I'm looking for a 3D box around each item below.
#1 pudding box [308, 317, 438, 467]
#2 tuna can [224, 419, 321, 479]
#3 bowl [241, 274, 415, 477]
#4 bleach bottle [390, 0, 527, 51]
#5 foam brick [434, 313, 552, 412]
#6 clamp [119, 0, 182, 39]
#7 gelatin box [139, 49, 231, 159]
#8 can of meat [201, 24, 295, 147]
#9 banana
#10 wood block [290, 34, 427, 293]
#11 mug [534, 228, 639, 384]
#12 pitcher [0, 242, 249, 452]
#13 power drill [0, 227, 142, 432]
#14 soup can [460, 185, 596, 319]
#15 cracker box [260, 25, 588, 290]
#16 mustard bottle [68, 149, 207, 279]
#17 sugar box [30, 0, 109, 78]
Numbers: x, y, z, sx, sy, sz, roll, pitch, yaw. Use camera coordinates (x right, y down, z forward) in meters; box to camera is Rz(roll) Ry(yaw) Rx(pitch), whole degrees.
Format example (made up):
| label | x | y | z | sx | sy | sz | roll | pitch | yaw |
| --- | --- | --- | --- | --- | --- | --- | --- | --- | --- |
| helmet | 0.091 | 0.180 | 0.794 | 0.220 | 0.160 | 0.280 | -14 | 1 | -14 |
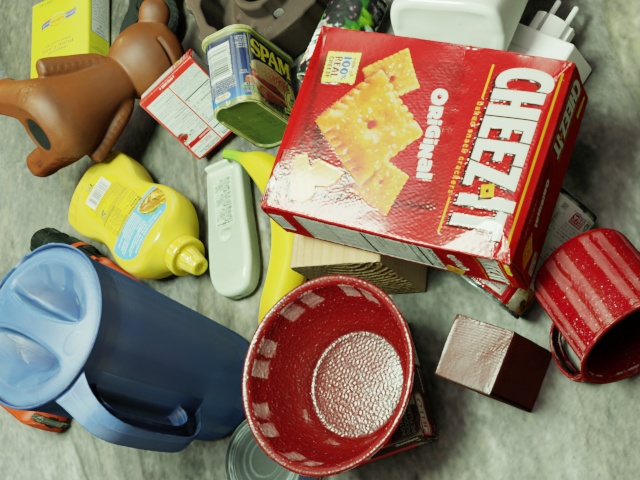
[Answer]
| label | x | y | z | sx | sy | sz | roll | pitch | yaw |
| --- | --- | --- | --- | --- | --- | --- | --- | --- | --- |
| pudding box | 0.042 | 0.126 | 0.898 | 0.090 | 0.039 | 0.113 | -25 | 59 | 24 |
| tuna can | -0.041 | 0.193 | 0.932 | 0.086 | 0.033 | 0.086 | -13 | 65 | 30 |
| bowl | 0.016 | 0.111 | 0.861 | 0.162 | 0.055 | 0.162 | -12 | 68 | 31 |
| bleach bottle | 0.150 | -0.266 | 0.932 | 0.103 | 0.068 | 0.250 | 9 | 56 | 25 |
| foam brick | 0.134 | 0.095 | 0.825 | 0.053 | 0.078 | 0.051 | 18 | 84 | 37 |
| clamp | -0.198 | -0.267 | 1.216 | 0.120 | 0.039 | 0.171 | 3 | 74 | 36 |
| gelatin box | -0.127 | -0.137 | 1.087 | 0.073 | 0.089 | 0.030 | -40 | 23 | 15 |
| can of meat | -0.066 | -0.148 | 1.042 | 0.058 | 0.102 | 0.084 | -21 | 63 | 26 |
| banana | -0.041 | -0.009 | 1.007 | 0.070 | 0.037 | 0.198 | -22 | 64 | 18 |
| wood block | 0.043 | -0.063 | 0.940 | 0.090 | 0.090 | 0.206 | -5 | 70 | 32 |
| mug | 0.207 | 0.054 | 0.793 | 0.081 | 0.093 | 0.117 | 61 | 141 | 39 |
| pitcher | -0.156 | 0.108 | 0.911 | 0.145 | 0.242 | 0.149 | -4 | 70 | 33 |
| power drill | -0.280 | 0.090 | 1.119 | 0.185 | 0.057 | 0.187 | 28 | 89 | 39 |
| soup can | 0.162 | 0.002 | 0.848 | 0.102 | 0.068 | 0.069 | -52 | 52 | 5 |
| cracker box | 0.077 | -0.069 | 0.827 | 0.214 | 0.072 | 0.164 | 14 | 78 | 27 |
| mustard bottle | -0.178 | -0.015 | 1.089 | 0.192 | 0.058 | 0.096 | 33 | 91 | 39 |
| sugar box | -0.295 | -0.210 | 1.254 | 0.093 | 0.048 | 0.176 | -18 | 61 | 26 |
